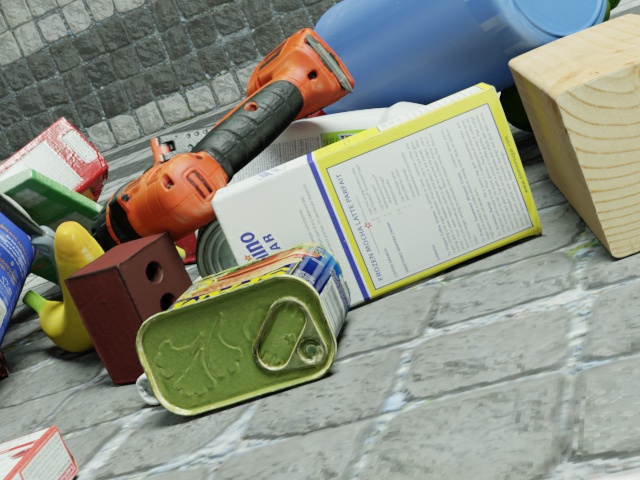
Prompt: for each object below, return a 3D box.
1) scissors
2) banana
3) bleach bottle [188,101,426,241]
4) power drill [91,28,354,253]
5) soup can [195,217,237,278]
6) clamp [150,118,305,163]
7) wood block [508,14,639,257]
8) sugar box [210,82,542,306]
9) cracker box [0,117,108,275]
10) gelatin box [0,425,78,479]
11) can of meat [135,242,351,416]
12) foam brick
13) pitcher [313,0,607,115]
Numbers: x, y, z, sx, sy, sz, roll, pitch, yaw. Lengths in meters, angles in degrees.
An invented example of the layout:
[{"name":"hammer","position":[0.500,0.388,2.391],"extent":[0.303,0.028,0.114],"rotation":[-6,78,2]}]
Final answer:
[{"name":"scissors","position":[-0.176,0.007,0.759],"extent":[0.096,0.201,0.016],"rotation":[8,60,22]},{"name":"banana","position":[-0.175,0.043,0.753],"extent":[0.037,0.069,0.198],"rotation":[-57,9,-28]},{"name":"bleach bottle","position":[0.013,-0.046,0.829],"extent":[0.251,0.102,0.067],"rotation":[-7,5,33]},{"name":"power drill","position":[-0.073,-0.061,0.754],"extent":[0.187,0.057,0.185],"rotation":[-48,15,-26]},{"name":"soup can","position":[-0.055,0.001,0.770],"extent":[0.068,0.068,0.102],"rotation":[-22,12,1]},{"name":"clamp","position":[-0.066,-0.093,1.053],"extent":[0.209,0.036,0.165],"rotation":[-3,-21,-44]},{"name":"wood block","position":[0.176,-0.071,0.616],"extent":[0.090,0.091,0.206],"rotation":[-20,12,8]},{"name":"sugar box","position":[0.033,-0.018,0.634],"extent":[0.176,0.093,0.048],"rotation":[-21,11,5]},{"name":"cracker box","position":[-0.298,0.004,0.974],"extent":[0.213,0.072,0.164],"rotation":[-46,0,-29]},{"name":"gelatin box","position":[-0.165,0.128,0.505],"extent":[0.073,0.030,0.089],"rotation":[-21,11,13]},{"name":"can of meat","position":[-0.037,0.045,0.577],"extent":[0.102,0.057,0.084],"rotation":[-19,10,14]},{"name":"foam brick","position":[-0.112,0.043,0.666],"extent":[0.051,0.078,0.052],"rotation":[-13,17,36]},{"name":"pitcher","position":[0.103,-0.172,0.827],"extent":[0.144,0.149,0.243],"rotation":[-23,3,-30]}]
